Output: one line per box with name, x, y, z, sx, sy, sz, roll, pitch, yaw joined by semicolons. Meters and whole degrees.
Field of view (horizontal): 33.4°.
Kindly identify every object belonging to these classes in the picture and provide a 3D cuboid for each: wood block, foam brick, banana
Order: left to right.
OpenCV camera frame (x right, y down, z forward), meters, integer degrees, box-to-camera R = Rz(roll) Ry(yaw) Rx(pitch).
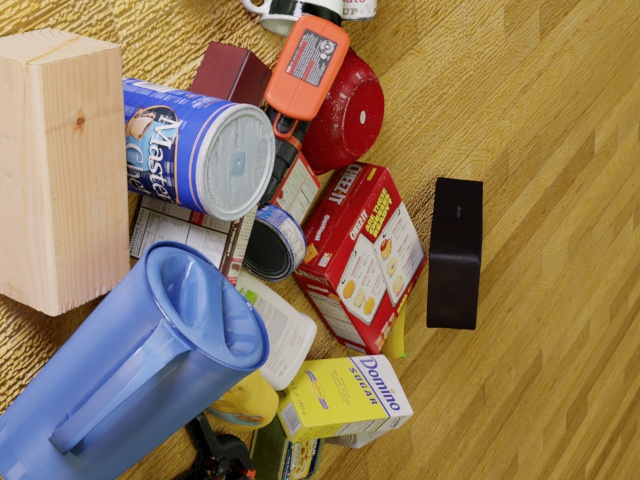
wood block;-0.218;-0.057;0.866;0.090;0.090;0.206;-27;127;-49
foam brick;-0.092;-0.149;1.061;0.053;0.051;0.078;37;73;-59
banana;0.107;0.093;1.522;0.069;0.037;0.198;-52;148;-62

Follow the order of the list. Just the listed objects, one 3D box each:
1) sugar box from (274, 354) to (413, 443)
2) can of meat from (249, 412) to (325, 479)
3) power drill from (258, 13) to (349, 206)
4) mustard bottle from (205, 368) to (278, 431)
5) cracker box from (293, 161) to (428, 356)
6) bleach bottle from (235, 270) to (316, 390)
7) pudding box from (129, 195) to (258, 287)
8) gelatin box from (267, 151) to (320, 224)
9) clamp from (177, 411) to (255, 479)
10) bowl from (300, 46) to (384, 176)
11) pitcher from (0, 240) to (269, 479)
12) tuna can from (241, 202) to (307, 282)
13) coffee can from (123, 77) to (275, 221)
sugar box;0.024;0.193;1.323;0.175;0.093;0.048;-2;143;-37
can of meat;-0.041;0.255;1.339;0.083;0.058;0.102;0;104;-56
power drill;-0.031;-0.133;1.083;0.188;0.057;0.184;133;-21;-76
mustard bottle;-0.096;0.164;1.159;0.191;0.096;0.058;66;37;-60
cracker box;0.051;0.025;1.360;0.164;0.072;0.213;-60;146;-22
bleach bottle;-0.093;0.073;1.161;0.102;0.068;0.250;-63;146;-18
pudding box;-0.123;-0.012;1.019;0.039;0.114;0.090;8;98;-62
gelatin box;-0.041;-0.050;1.214;0.089;0.030;0.073;-62;149;-18
clamp;-0.125;0.247;1.219;0.171;0.039;0.120;14;98;-63
bowl;0.029;-0.149;1.253;0.161;0.055;0.162;-31;130;-48
pitcher;-0.171;0.125;0.896;0.243;0.145;0.149;-43;138;21
tuna can;-0.058;0.001;1.157;0.033;0.086;0.086;-46;140;-40
coffee can;-0.126;-0.083;0.951;0.102;0.140;0.103;-32;131;-48
